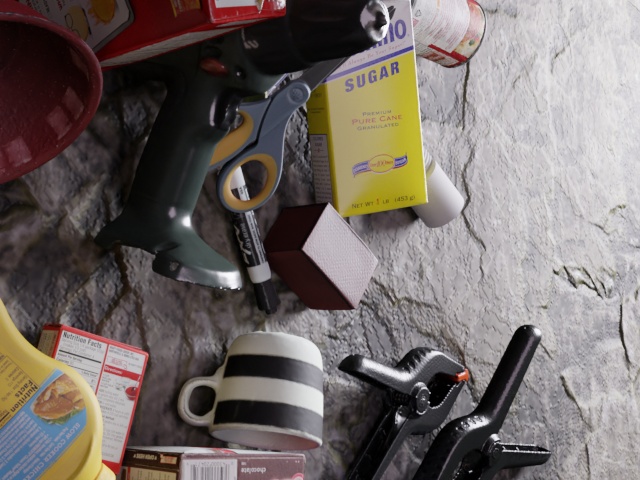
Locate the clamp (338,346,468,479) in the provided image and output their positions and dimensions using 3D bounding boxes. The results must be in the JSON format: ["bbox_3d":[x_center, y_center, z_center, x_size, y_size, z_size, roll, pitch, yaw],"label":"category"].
[{"bbox_3d":[0.072,0.132,0.937,0.171,0.039,0.120,-31,123,-47],"label":"clamp"}]

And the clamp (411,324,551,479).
[{"bbox_3d":[0.152,0.182,1.001,0.209,0.036,0.164,-26,120,-39],"label":"clamp"}]

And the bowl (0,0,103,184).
[{"bbox_3d":[-0.215,-0.095,0.634,0.161,0.162,0.055,0,55,-44],"label":"bowl"}]

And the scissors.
[{"bbox_3d":[-0.017,-0.091,0.805,0.202,0.016,0.096,-25,112,1],"label":"scissors"}]

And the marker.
[{"bbox_3d":[-0.056,0.001,0.845,0.020,0.020,0.121,-26,104,-42],"label":"marker"}]

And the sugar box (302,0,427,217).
[{"bbox_3d":[0.036,-0.113,0.900,0.093,0.048,0.176,-11,102,-27],"label":"sugar box"}]

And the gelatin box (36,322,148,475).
[{"bbox_3d":[-0.163,0.108,0.724,0.073,0.030,0.089,24,71,-39],"label":"gelatin box"}]

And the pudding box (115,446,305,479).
[{"bbox_3d":[-0.080,0.166,0.756,0.113,0.090,0.039,13,76,-42],"label":"pudding box"}]

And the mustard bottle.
[{"bbox_3d":[-0.190,0.107,0.648,0.191,0.058,0.096,48,66,-14],"label":"mustard bottle"}]

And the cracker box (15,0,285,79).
[{"bbox_3d":[-0.127,-0.195,0.660,0.071,0.214,0.164,-17,98,-45],"label":"cracker box"}]

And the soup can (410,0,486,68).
[{"bbox_3d":[0.094,-0.204,0.975,0.102,0.069,0.068,14,77,-42],"label":"soup can"}]

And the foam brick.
[{"bbox_3d":[-0.001,0.014,0.874,0.078,0.051,0.053,49,54,-29],"label":"foam brick"}]
